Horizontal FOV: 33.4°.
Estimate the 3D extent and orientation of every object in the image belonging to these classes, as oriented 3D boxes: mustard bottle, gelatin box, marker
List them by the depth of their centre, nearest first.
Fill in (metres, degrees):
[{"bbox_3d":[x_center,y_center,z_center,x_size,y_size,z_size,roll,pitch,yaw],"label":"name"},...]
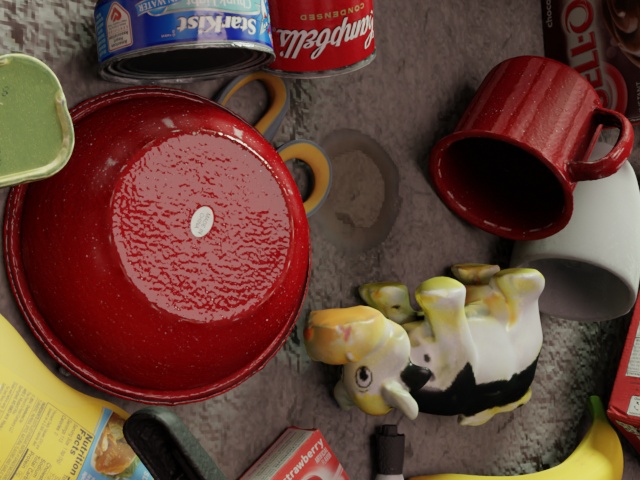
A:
[{"bbox_3d":[-0.122,0.110,0.474,0.191,0.058,0.096,44,49,-27],"label":"mustard bottle"},{"bbox_3d":[-0.018,0.156,0.572,0.089,0.030,0.073,-43,113,-33],"label":"gelatin box"},{"bbox_3d":[0.040,0.169,0.624,0.020,0.020,0.121,4,85,-38],"label":"marker"}]

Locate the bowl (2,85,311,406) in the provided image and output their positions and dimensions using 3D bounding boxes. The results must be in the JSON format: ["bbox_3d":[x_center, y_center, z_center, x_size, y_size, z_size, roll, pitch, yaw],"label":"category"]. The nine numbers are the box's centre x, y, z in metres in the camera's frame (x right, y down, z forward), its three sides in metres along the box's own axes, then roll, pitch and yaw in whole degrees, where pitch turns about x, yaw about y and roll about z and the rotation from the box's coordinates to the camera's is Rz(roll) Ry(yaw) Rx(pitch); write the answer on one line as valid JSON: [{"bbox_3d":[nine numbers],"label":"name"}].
[{"bbox_3d":[-0.065,-0.003,0.512,0.161,0.055,0.162,5,79,-27],"label":"bowl"}]

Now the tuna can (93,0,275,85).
[{"bbox_3d":[-0.066,-0.100,0.517,0.085,0.086,0.034,-5,89,-38],"label":"tuna can"}]

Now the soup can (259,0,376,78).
[{"bbox_3d":[-0.006,-0.144,0.557,0.068,0.069,0.102,-28,127,-36],"label":"soup can"}]

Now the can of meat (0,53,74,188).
[{"bbox_3d":[-0.163,-0.040,0.437,0.101,0.084,0.057,-19,98,-38],"label":"can of meat"}]

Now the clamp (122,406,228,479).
[{"bbox_3d":[-0.021,0.185,0.492,0.209,0.036,0.164,40,40,-44],"label":"clamp"}]

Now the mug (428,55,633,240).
[{"bbox_3d":[0.135,-0.060,0.657,0.093,0.117,0.081,57,51,-34],"label":"mug"}]

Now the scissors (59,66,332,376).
[{"bbox_3d":[-0.054,0.001,0.564,0.096,0.016,0.201,36,66,-30],"label":"scissors"}]
